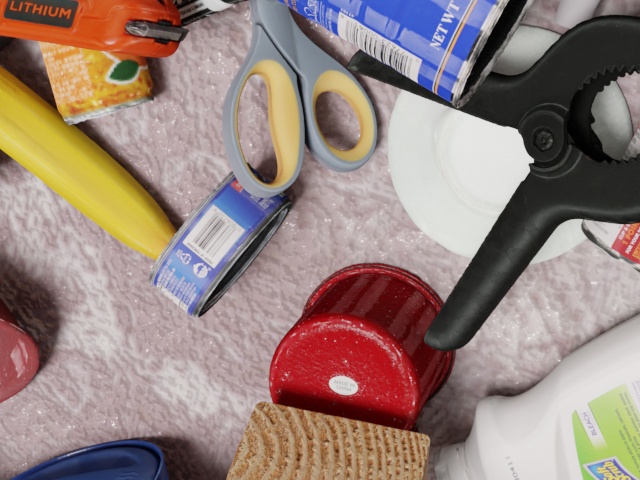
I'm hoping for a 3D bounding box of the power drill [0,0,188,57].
[{"bbox_3d":[-0.122,-0.189,0.514,0.185,0.057,0.188,14,103,24],"label":"power drill"}]

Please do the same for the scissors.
[{"bbox_3d":[-0.011,-0.120,0.570,0.096,0.016,0.202,7,80,-27],"label":"scissors"}]

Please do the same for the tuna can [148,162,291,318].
[{"bbox_3d":[-0.054,0.001,0.584,0.034,0.086,0.086,39,111,3],"label":"tuna can"}]

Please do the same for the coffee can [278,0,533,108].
[{"bbox_3d":[0.025,-0.136,0.455,0.140,0.102,0.103,32,111,8],"label":"coffee can"}]

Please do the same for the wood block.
[{"bbox_3d":[0.002,0.189,0.565,0.091,0.090,0.206,9,135,11],"label":"wood block"}]

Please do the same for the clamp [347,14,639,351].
[{"bbox_3d":[0.105,-0.055,0.504,0.210,0.036,0.164,-28,79,37],"label":"clamp"}]

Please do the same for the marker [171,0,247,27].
[{"bbox_3d":[-0.062,-0.124,0.551,0.121,0.020,0.020,0,108,58],"label":"marker"}]

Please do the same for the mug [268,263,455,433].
[{"bbox_3d":[0.026,0.078,0.582,0.093,0.081,0.117,-19,98,20],"label":"mug"}]

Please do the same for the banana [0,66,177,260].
[{"bbox_3d":[-0.159,-0.054,0.604,0.037,0.070,0.197,-46,117,7],"label":"banana"}]
